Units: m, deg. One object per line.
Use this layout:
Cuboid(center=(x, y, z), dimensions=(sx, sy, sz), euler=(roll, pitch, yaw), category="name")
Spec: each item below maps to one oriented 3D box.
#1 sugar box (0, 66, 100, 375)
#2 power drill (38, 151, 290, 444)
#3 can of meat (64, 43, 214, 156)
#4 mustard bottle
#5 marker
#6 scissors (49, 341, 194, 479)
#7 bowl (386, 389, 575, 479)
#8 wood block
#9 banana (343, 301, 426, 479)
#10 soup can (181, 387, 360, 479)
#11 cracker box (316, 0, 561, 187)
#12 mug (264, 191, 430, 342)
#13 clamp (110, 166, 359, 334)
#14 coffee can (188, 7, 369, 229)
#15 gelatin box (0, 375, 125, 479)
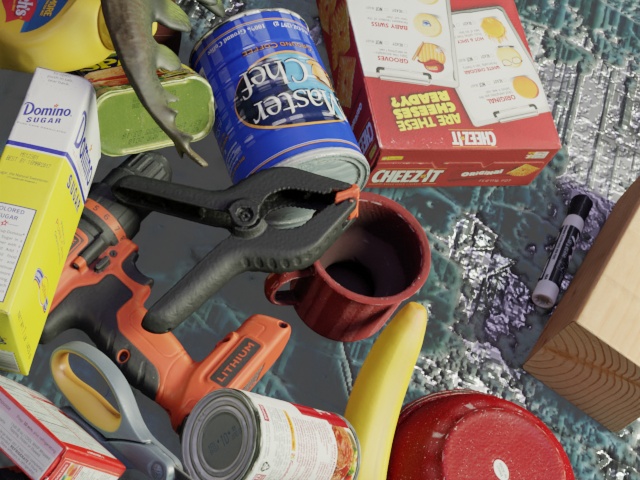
Cuboid(center=(-0.184, -0.013, 0.682), dimensions=(0.048, 0.093, 0.176), euler=(14, 60, 0), category="sugar box")
Cuboid(center=(-0.116, 0.039, 0.756), dimensions=(0.188, 0.057, 0.184), euler=(35, 60, 9), category="power drill")
Cuboid(center=(-0.141, -0.106, 0.811), dimensions=(0.102, 0.057, 0.084), euler=(-15, 30, -24), category="can of meat")
Cuboid(center=(-0.212, -0.165, 0.800), dimensions=(0.192, 0.058, 0.096), euler=(6, 46, 17), category="mustard bottle")
Cuboid(center=(0.204, 0.006, 0.894), dimensions=(0.020, 0.020, 0.121), euler=(29, 56, 1), category="marker")
Cuboid(center=(-0.110, 0.148, 0.663), dimensions=(0.202, 0.096, 0.016), euler=(46, 32, 20), category="scissors")
Cuboid(center=(0.119, 0.170, 0.749), dimensions=(0.162, 0.055, 0.162), euler=(7, 58, -12), category="bowl")
Cuboid(center=(0.257, 0.036, 0.851), dimensions=(0.091, 0.090, 0.205), euler=(36, 56, 4), category="wood block")
Cuboid(center=(0.039, 0.139, 0.732), dimensions=(0.037, 0.070, 0.197), euler=(28, 59, -32), category="banana")
Cuboid(center=(-0.031, 0.136, 0.688), dimensions=(0.102, 0.069, 0.068), euler=(24, 47, -47), category="soup can")
Cuboid(center=(0.095, -0.150, 0.923), dimensions=(0.164, 0.072, 0.214), euler=(-2, 62, -17), category="cracker box")
Cuboid(center=(0.014, 0.026, 0.786), dimensions=(0.117, 0.082, 0.093), euler=(-12, 65, -23), category="mug")
Cuboid(center=(-0.055, 0.001, 0.726), dimensions=(0.171, 0.039, 0.120), euler=(-7, 68, -1), category="clamp")
Cuboid(center=(-0.034, -0.094, 0.831), dimensions=(0.102, 0.103, 0.140), euler=(-11, 64, -23), category="coffee can")
Cuboid(center=(-0.170, 0.117, 0.642), dimensions=(0.089, 0.073, 0.030), euler=(33, 82, 26), category="gelatin box")
